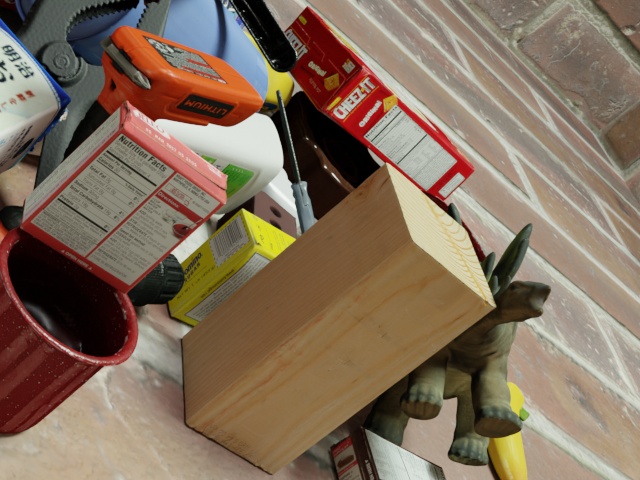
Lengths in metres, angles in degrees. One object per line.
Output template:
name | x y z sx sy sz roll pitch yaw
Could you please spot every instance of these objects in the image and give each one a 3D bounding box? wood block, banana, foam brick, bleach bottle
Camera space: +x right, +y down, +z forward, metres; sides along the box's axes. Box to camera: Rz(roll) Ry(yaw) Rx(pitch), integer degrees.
wood block | 0.006 0.058 0.740 0.090 0.206 0.091 37 24 -30
banana | 0.201 0.197 1.134 0.069 0.037 0.197 48 21 -3
foam brick | -0.056 0.001 0.928 0.053 0.051 0.078 40 23 -24
bleach bottle | -0.148 -0.078 0.841 0.250 0.103 0.068 8 58 -48

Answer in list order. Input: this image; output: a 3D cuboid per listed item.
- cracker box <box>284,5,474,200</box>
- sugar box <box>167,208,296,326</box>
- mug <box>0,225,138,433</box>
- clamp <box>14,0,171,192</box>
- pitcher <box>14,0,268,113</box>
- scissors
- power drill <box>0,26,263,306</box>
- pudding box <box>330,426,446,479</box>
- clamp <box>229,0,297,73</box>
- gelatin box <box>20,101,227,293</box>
cracker box | 0.058 -0.148 1.200 0.213 0.072 0.164 36 13 -39
sugar box | -0.028 0.049 0.847 0.176 0.093 0.048 30 29 -44
mug | -0.157 0.051 0.598 0.093 0.082 0.117 52 21 6
clamp | -0.175 -0.105 0.728 0.164 0.209 0.036 55 -21 -4
pitcher | -0.143 -0.168 0.915 0.145 0.149 0.242 63 11 27
scissors | -0.015 -0.031 0.965 0.096 0.016 0.202 -109 -173 -73
power drill | -0.118 -0.033 0.677 0.057 0.188 0.184 44 19 28
pudding box | 0.064 0.207 0.842 0.113 0.039 0.090 35 25 -38
clamp | -0.077 -0.224 0.871 0.171 0.039 0.120 57 -5 28
gelatin box | -0.106 -0.022 0.579 0.073 0.089 0.030 36 25 -31
